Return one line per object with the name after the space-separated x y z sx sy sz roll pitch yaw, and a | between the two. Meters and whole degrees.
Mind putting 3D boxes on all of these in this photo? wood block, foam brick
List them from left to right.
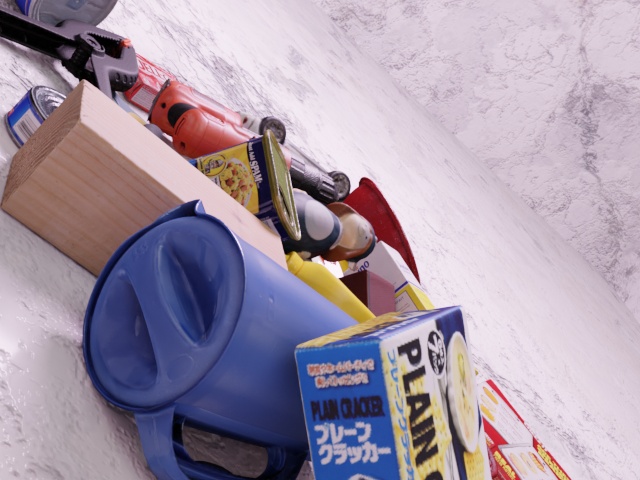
-0.129 -0.014 0.817 0.206 0.090 0.091 39 16 -25 | wood block
0.041 0.077 1.063 0.051 0.053 0.078 27 54 -49 | foam brick

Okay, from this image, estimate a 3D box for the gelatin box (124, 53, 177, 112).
-0.185 -0.169 1.174 0.089 0.030 0.073 29 23 -49 | gelatin box

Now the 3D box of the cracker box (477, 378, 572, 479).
0.174 0.229 1.055 0.164 0.072 0.213 52 15 14 | cracker box

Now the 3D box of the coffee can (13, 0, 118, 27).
-0.281 -0.286 1.077 0.140 0.103 0.102 52 16 18 | coffee can

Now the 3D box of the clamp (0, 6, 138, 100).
-0.238 -0.182 1.021 0.164 0.036 0.210 38 19 -4 | clamp

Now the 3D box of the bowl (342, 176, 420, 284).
0.059 0.009 1.264 0.162 0.055 0.162 156 -90 -81 | bowl

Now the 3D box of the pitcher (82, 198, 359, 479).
-0.039 0.094 0.747 0.145 0.149 0.242 40 4 42 | pitcher

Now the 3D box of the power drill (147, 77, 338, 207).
-0.086 -0.096 1.081 0.184 0.057 0.188 26 6 -32 | power drill

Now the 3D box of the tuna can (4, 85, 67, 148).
-0.214 -0.087 0.878 0.086 0.034 0.086 43 16 -15 | tuna can

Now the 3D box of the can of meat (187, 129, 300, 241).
-0.070 -0.037 0.929 0.057 0.084 0.102 61 14 -53 | can of meat

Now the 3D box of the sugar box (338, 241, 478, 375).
0.078 0.094 1.096 0.048 0.093 0.176 34 20 -47 | sugar box
